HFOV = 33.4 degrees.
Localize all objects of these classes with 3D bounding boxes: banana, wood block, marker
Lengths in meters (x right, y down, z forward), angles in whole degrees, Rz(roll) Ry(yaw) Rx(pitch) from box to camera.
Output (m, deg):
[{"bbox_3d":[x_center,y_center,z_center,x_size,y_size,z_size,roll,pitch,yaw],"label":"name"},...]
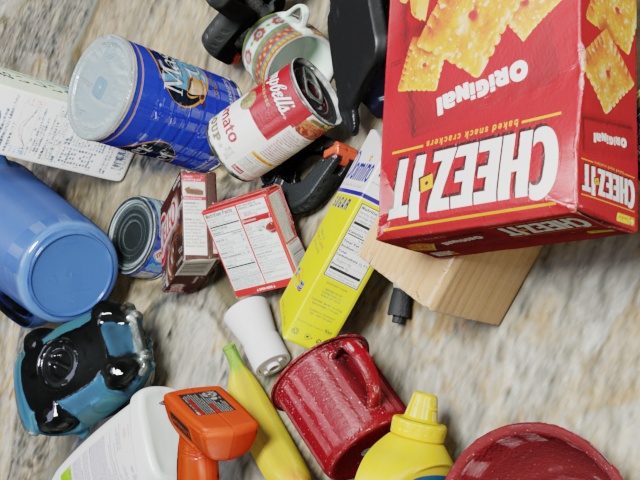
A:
[{"bbox_3d":[-0.046,0.168,0.907,0.037,0.069,0.198,-33,37,-5],"label":"banana"},{"bbox_3d":[0.126,-0.052,0.787,0.091,0.090,0.206,39,107,43],"label":"wood block"},{"bbox_3d":[0.072,0.008,0.872,0.020,0.020,0.121,5,83,44],"label":"marker"}]

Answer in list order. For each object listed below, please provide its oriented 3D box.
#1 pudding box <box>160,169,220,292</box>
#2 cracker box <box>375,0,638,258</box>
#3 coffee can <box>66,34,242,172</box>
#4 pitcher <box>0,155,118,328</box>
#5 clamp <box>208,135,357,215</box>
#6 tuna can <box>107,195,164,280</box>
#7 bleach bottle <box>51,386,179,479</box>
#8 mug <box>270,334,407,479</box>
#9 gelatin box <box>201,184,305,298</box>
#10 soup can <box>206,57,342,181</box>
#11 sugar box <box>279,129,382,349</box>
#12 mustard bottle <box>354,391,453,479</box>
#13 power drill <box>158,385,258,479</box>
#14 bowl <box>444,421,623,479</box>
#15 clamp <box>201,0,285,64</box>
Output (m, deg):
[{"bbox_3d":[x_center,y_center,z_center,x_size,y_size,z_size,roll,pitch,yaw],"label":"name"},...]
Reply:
[{"bbox_3d":[-0.127,-0.006,1.024,0.114,0.039,0.090,138,130,-62],"label":"pudding box"},{"bbox_3d":[0.117,-0.105,0.688,0.164,0.072,0.213,-9,72,48],"label":"cracker box"},{"bbox_3d":[-0.160,-0.131,1.044,0.103,0.140,0.103,-13,71,41],"label":"coffee can"},{"bbox_3d":[-0.315,0.011,1.151,0.145,0.149,0.243,-50,38,-11],"label":"pitcher"},{"bbox_3d":[-0.041,-0.045,0.981,0.172,0.039,0.120,-10,81,42],"label":"clamp"},{"bbox_3d":[-0.185,-0.003,1.112,0.086,0.033,0.086,-13,71,41],"label":"tuna can"},{"bbox_3d":[-0.222,0.240,1.069,0.251,0.067,0.102,-35,58,35],"label":"bleach bottle"},{"bbox_3d":[0.022,0.126,0.836,0.081,0.093,0.117,54,144,32],"label":"mug"},{"bbox_3d":[-0.056,0.001,0.957,0.073,0.030,0.089,-15,102,32],"label":"gelatin box"},{"bbox_3d":[-0.041,-0.104,0.930,0.102,0.068,0.068,-31,60,26],"label":"soup can"},{"bbox_3d":[0.023,-0.001,0.876,0.093,0.048,0.176,-107,41,-73],"label":"sugar box"},{"bbox_3d":[0.058,0.206,0.784,0.058,0.096,0.191,9,86,45],"label":"mustard bottle"},{"bbox_3d":[-0.090,0.230,0.897,0.185,0.057,0.188,27,116,57],"label":"power drill"},{"bbox_3d":[0.155,0.205,0.720,0.162,0.055,0.162,-13,71,41],"label":"bowl"},{"bbox_3d":[-0.054,-0.225,0.987,0.036,0.164,0.210,50,161,2],"label":"clamp"}]
